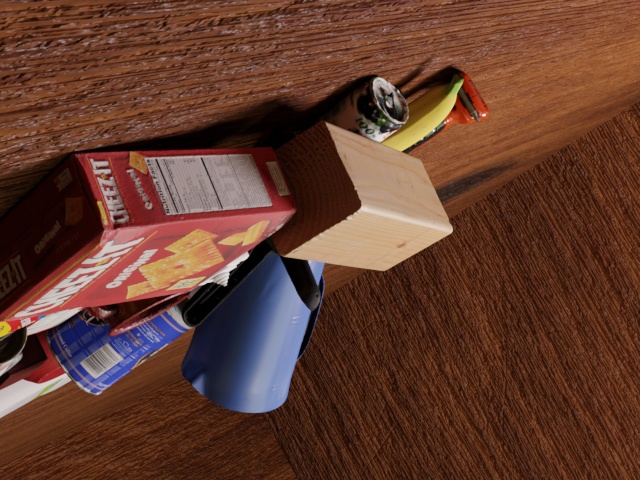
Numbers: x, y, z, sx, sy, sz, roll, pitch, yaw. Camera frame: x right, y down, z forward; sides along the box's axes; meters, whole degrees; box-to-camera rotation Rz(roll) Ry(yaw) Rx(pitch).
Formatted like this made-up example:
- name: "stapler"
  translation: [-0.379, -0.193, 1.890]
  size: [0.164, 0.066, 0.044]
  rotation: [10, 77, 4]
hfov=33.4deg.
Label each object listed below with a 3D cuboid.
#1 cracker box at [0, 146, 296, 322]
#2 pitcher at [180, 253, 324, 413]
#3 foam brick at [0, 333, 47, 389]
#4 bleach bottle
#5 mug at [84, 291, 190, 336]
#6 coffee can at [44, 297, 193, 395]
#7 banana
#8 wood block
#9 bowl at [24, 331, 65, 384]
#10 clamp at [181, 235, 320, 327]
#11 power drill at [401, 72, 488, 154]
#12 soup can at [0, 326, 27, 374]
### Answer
- name: "cracker box"
  translation: [-0.147, -0.005, 0.861]
  size: [0.164, 0.072, 0.213]
  rotation: [-34, 164, 36]
- name: "pitcher"
  translation: [-0.062, 0.066, 1.245]
  size: [0.149, 0.145, 0.243]
  rotation: [-86, -166, -66]
- name: "foam brick"
  translation: [-0.361, 0.136, 1.241]
  size: [0.052, 0.051, 0.078]
  rotation: [-25, 173, -38]
- name: "bleach bottle"
  translation: [-0.414, 0.198, 1.466]
  size: [0.103, 0.068, 0.250]
  rotation: [-32, 175, 27]
- name: "mug"
  translation: [-0.199, 0.042, 1.074]
  size: [0.093, 0.081, 0.117]
  rotation: [-34, 172, 37]
- name: "coffee can"
  translation: [-0.227, 0.095, 1.219]
  size: [0.140, 0.103, 0.102]
  rotation: [-35, 173, 6]
- name: "banana"
  translation: [0.062, -0.110, 1.099]
  size: [0.198, 0.037, 0.069]
  rotation: [-31, 151, 8]
- name: "wood block"
  translation: [0.032, -0.035, 0.993]
  size: [0.091, 0.090, 0.205]
  rotation: [-31, 161, 22]
- name: "bowl"
  translation: [-0.334, 0.138, 1.367]
  size: [0.162, 0.055, 0.162]
  rotation: [-29, 174, -4]
- name: "clamp"
  translation: [-0.057, 0.001, 1.095]
  size: [0.165, 0.036, 0.210]
  rotation: [-15, -137, 28]
- name: "power drill"
  translation: [0.099, -0.118, 1.212]
  size: [0.188, 0.057, 0.184]
  rotation: [-33, -176, 12]
- name: "soup can"
  translation: [-0.328, 0.101, 1.028]
  size: [0.068, 0.068, 0.102]
  rotation: [-25, 173, -35]
